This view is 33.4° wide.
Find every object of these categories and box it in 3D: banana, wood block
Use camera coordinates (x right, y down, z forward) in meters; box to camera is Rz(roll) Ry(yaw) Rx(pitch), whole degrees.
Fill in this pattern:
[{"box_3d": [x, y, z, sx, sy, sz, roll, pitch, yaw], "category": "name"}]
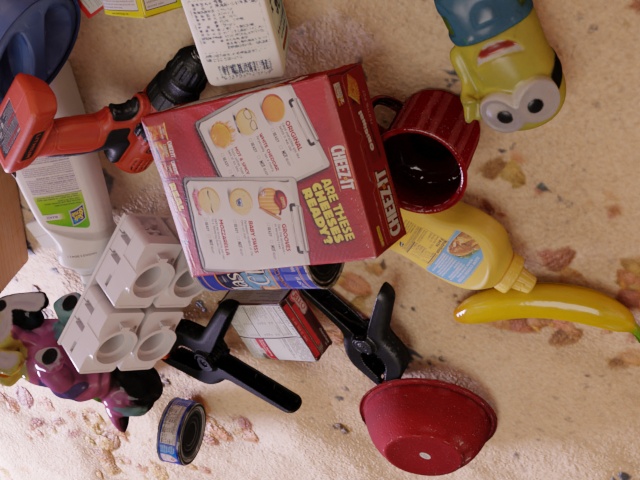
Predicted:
[{"box_3d": [0.228, 0.071, 1.080, 0.198, 0.037, 0.069, 7, 129, 21], "category": "banana"}, {"box_3d": [-0.417, -0.039, 1.262, 0.090, 0.090, 0.206, 15, 132, 12], "category": "wood block"}]

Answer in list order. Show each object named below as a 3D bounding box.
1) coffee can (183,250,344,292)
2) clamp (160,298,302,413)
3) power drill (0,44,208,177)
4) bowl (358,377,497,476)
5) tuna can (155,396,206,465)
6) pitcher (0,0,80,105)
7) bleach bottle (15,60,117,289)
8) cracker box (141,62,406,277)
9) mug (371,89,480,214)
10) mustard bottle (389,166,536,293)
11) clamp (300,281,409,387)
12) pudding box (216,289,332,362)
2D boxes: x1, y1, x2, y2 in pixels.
[{"box_3d": [-0.057, 0.001, 1.113, 0.140, 0.102, 0.103, -2, 126, 27], "category": "coffee can"}, {"box_3d": [-0.120, 0.143, 1.275, 0.210, 0.036, 0.164, -11, 119, 50], "category": "clamp"}, {"box_3d": [-0.210, -0.124, 1.036, 0.185, 0.187, 0.057, -47, 60, 42], "category": "power drill"}, {"box_3d": [0.120, 0.224, 1.226, 0.162, 0.055, 0.162, 7, 141, 6], "category": "bowl"}, {"box_3d": [-0.181, 0.250, 1.396, 0.034, 0.086, 0.086, 9, 131, 17], "category": "tuna can"}, {"box_3d": [-0.357, -0.249, 1.021, 0.243, 0.149, 0.145, 35, 168, 9], "category": "pitcher"}, {"box_3d": [-0.284, -0.064, 1.153, 0.103, 0.068, 0.251, -6, 112, 17], "category": "bleach bottle"}, {"box_3d": [-0.044, -0.060, 0.973, 0.214, 0.072, 0.164, -7, 106, 34], "category": "cracker box"}, {"box_3d": [0.089, -0.092, 0.979, 0.117, 0.081, 0.093, 33, 134, -4], "category": "mug"}, {"box_3d": [0.126, -0.002, 1.052, 0.191, 0.058, 0.096, 30, 143, 0], "category": "mustard bottle"}, {"box_3d": [0.059, 0.102, 1.183, 0.120, 0.039, 0.171, 1, 134, 48], "category": "clamp"}, {"box_3d": [-0.053, 0.094, 1.219, 0.114, 0.039, 0.090, -4, 125, 44], "category": "pudding box"}]
